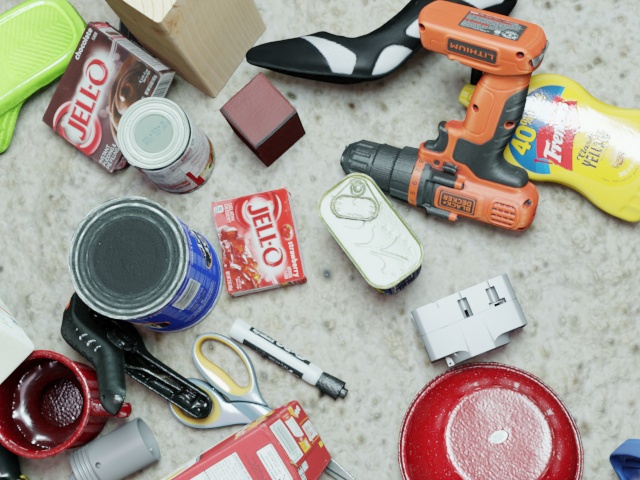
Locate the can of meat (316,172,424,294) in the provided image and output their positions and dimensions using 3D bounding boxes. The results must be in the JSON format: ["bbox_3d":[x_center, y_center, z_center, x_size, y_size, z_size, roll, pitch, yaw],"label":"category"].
[{"bbox_3d":[0.046,-0.002,0.946,0.057,0.084,0.102,-37,79,0],"label":"can of meat"}]

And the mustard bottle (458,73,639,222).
[{"bbox_3d":[0.214,-0.096,0.954,0.192,0.058,0.096,25,102,11],"label":"mustard bottle"}]

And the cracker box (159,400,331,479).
[{"bbox_3d":[-0.103,0.221,0.879,0.214,0.164,0.072,-33,85,5],"label":"cracker box"}]

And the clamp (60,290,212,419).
[{"bbox_3d":[-0.183,0.102,0.938,0.172,0.120,0.039,35,97,27],"label":"clamp"}]

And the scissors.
[{"bbox_3d":[-0.061,0.174,0.966,0.096,0.016,0.202,-39,79,1],"label":"scissors"}]

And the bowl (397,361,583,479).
[{"bbox_3d":[0.147,0.174,0.903,0.162,0.055,0.162,0,68,1],"label":"bowl"}]

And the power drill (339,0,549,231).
[{"bbox_3d":[0.110,-0.107,0.921,0.184,0.188,0.057,17,39,15],"label":"power drill"}]

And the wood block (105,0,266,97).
[{"bbox_3d":[-0.123,-0.212,0.938,0.090,0.206,0.091,36,87,11],"label":"wood block"}]

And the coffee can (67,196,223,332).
[{"bbox_3d":[-0.149,0.025,0.936,0.103,0.140,0.103,-1,81,6],"label":"coffee can"}]

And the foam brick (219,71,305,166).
[{"bbox_3d":[-0.052,-0.109,0.979,0.051,0.078,0.053,-43,81,-2],"label":"foam brick"}]

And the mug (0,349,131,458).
[{"bbox_3d":[-0.226,0.147,0.955,0.117,0.081,0.093,0,81,7],"label":"mug"}]

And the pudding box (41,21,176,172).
[{"bbox_3d":[-0.199,-0.134,1.001,0.090,0.039,0.114,36,110,10],"label":"pudding box"}]

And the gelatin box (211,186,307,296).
[{"bbox_3d":[-0.057,0.001,0.985,0.073,0.030,0.089,-12,80,4],"label":"gelatin box"}]

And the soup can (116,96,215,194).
[{"bbox_3d":[-0.139,-0.085,0.972,0.068,0.102,0.068,-1,81,7],"label":"soup can"}]

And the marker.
[{"bbox_3d":[-0.028,0.109,0.970,0.121,0.020,0.020,30,85,10],"label":"marker"}]
